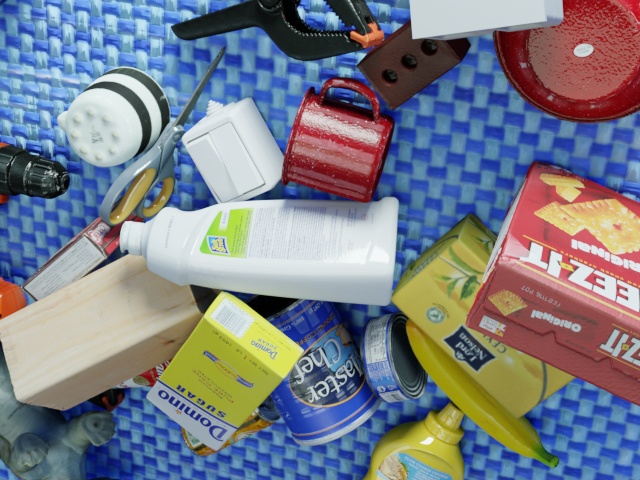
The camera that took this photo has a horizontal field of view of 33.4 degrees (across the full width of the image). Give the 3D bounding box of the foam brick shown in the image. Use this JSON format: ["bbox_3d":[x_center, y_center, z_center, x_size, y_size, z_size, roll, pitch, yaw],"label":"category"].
[{"bbox_3d":[0.081,-0.159,0.915,0.078,0.051,0.053,-35,100,29],"label":"foam brick"}]

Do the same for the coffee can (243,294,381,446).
[{"bbox_3d":[-0.014,0.116,1.053,0.103,0.102,0.140,-21,106,27],"label":"coffee can"}]

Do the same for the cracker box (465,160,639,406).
[{"bbox_3d":[0.222,0.027,0.862,0.164,0.213,0.072,24,120,7],"label":"cracker box"}]

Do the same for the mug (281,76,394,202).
[{"bbox_3d":[0.020,-0.092,0.947,0.081,0.093,0.117,17,127,5],"label":"mug"}]

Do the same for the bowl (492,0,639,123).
[{"bbox_3d":[0.216,-0.163,0.864,0.162,0.055,0.162,8,118,16],"label":"bowl"}]

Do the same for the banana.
[{"bbox_3d":[0.151,0.145,1.035,0.198,0.037,0.070,43,158,-3],"label":"banana"}]

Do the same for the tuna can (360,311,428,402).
[{"bbox_3d":[0.071,0.113,1.032,0.034,0.086,0.086,-14,109,26],"label":"tuna can"}]

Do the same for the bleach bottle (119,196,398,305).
[{"bbox_3d":[-0.056,0.001,0.983,0.251,0.102,0.068,5,141,4],"label":"bleach bottle"}]

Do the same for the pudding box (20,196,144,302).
[{"bbox_3d":[-0.242,0.012,1.090,0.114,0.090,0.039,-38,99,30],"label":"pudding box"}]

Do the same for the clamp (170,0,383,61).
[{"bbox_3d":[-0.036,-0.224,0.913,0.210,0.036,0.165,25,121,25],"label":"clamp"}]

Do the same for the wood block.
[{"bbox_3d":[-0.203,0.084,1.063,0.206,0.090,0.090,-26,68,11],"label":"wood block"}]

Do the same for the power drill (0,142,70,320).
[{"bbox_3d":[-0.347,-0.014,1.123,0.185,0.057,0.188,14,109,19],"label":"power drill"}]

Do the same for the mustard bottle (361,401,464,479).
[{"bbox_3d":[0.092,0.244,1.092,0.096,0.058,0.192,28,109,-6],"label":"mustard bottle"}]

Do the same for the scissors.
[{"bbox_3d":[-0.139,-0.093,1.036,0.016,0.096,0.202,40,92,20],"label":"scissors"}]

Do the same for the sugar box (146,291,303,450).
[{"bbox_3d":[-0.095,0.129,1.013,0.093,0.048,0.176,38,136,0],"label":"sugar box"}]
